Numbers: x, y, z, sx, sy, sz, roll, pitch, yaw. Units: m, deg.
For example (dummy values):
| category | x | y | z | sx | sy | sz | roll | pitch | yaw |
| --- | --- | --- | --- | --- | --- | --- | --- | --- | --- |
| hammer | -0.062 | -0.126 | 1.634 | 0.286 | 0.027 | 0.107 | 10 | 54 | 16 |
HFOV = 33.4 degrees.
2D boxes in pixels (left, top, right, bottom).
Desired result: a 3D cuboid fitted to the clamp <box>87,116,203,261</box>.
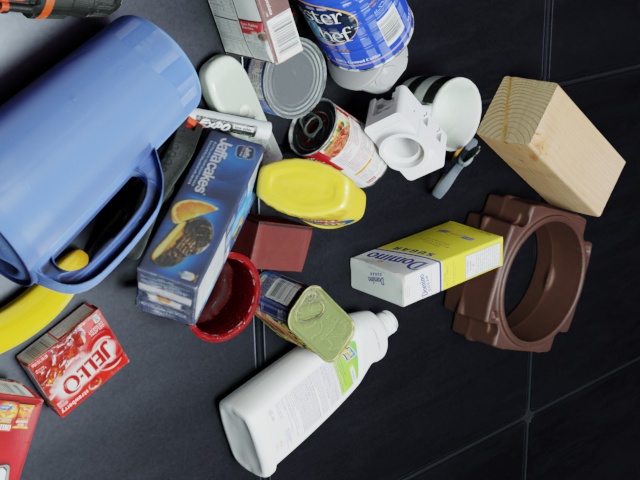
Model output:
| category | x | y | z | sx | sy | sz | roll | pitch | yaw |
| --- | --- | --- | --- | --- | --- | --- | --- | --- | --- |
| clamp | -0.159 | -0.046 | 1.003 | 0.039 | 0.120 | 0.171 | 32 | 81 | -26 |

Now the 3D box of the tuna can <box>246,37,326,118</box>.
| category | x | y | z | sx | sy | sz | roll | pitch | yaw |
| --- | --- | --- | --- | --- | --- | --- | --- | --- | --- |
| tuna can | -0.036 | -0.173 | 1.128 | 0.085 | 0.034 | 0.086 | -15 | 113 | -38 |

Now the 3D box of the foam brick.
| category | x | y | z | sx | sy | sz | roll | pitch | yaw |
| --- | --- | --- | --- | --- | --- | --- | --- | --- | --- |
| foam brick | -0.058 | 0.001 | 1.154 | 0.078 | 0.053 | 0.051 | 6 | 100 | -42 |

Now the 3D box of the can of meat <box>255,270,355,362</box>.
| category | x | y | z | sx | sy | sz | roll | pitch | yaw |
| --- | --- | --- | --- | --- | --- | --- | --- | --- | --- |
| can of meat | -0.024 | 0.082 | 1.189 | 0.057 | 0.084 | 0.102 | -55 | 132 | -13 |

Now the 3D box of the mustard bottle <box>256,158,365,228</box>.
| category | x | y | z | sx | sy | sz | roll | pitch | yaw |
| --- | --- | --- | --- | --- | --- | --- | --- | --- | --- |
| mustard bottle | -0.002 | -0.046 | 1.138 | 0.191 | 0.096 | 0.058 | 21 | 76 | -79 |

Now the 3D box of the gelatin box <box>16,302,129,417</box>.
| category | x | y | z | sx | sy | sz | roll | pitch | yaw |
| --- | --- | --- | --- | --- | --- | --- | --- | --- | --- |
| gelatin box | -0.240 | 0.116 | 1.042 | 0.089 | 0.030 | 0.073 | -40 | 127 | -25 |

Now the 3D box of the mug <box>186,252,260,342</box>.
| category | x | y | z | sx | sy | sz | roll | pitch | yaw |
| --- | --- | --- | --- | --- | --- | --- | --- | --- | --- |
| mug | -0.131 | 0.050 | 1.083 | 0.117 | 0.082 | 0.093 | -13 | 112 | -39 |

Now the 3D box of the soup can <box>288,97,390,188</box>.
| category | x | y | z | sx | sy | sz | roll | pitch | yaw |
| --- | --- | --- | --- | --- | --- | --- | --- | --- | --- |
| soup can | 0.022 | -0.106 | 1.180 | 0.102 | 0.069 | 0.068 | 27 | 85 | -44 |

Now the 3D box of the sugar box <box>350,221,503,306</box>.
| category | x | y | z | sx | sy | sz | roll | pitch | yaw |
| --- | --- | --- | --- | --- | --- | --- | --- | --- | --- |
| sugar box | 0.131 | 0.025 | 1.304 | 0.175 | 0.093 | 0.048 | -17 | 114 | -38 |

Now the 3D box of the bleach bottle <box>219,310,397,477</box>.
| category | x | y | z | sx | sy | sz | roll | pitch | yaw |
| --- | --- | --- | --- | --- | --- | --- | --- | --- | --- |
| bleach bottle | -0.001 | 0.164 | 1.253 | 0.250 | 0.068 | 0.102 | -33 | 124 | -32 |

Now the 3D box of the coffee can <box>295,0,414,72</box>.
| category | x | y | z | sx | sy | sz | roll | pitch | yaw |
| --- | --- | --- | --- | --- | --- | --- | --- | --- | --- |
| coffee can | 0.026 | -0.252 | 1.073 | 0.102 | 0.103 | 0.140 | -56 | 147 | -13 |

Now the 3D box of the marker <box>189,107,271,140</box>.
| category | x | y | z | sx | sy | sz | roll | pitch | yaw |
| --- | --- | --- | --- | --- | --- | --- | --- | --- | --- |
| marker | -0.108 | -0.120 | 1.063 | 0.121 | 0.020 | 0.020 | 10 | 98 | -20 |

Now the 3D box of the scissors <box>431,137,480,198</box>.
| category | x | y | z | sx | sy | sz | roll | pitch | yaw |
| --- | --- | --- | --- | --- | --- | --- | --- | --- | --- |
| scissors | 0.161 | -0.083 | 1.266 | 0.096 | 0.016 | 0.201 | -57 | 180 | 14 |

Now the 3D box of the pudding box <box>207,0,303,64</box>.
| category | x | y | z | sx | sy | sz | roll | pitch | yaw |
| --- | --- | --- | --- | --- | --- | --- | --- | --- | --- |
| pudding box | -0.071 | -0.232 | 1.038 | 0.039 | 0.090 | 0.113 | -34 | 125 | -27 |

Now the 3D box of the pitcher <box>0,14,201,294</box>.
| category | x | y | z | sx | sy | sz | roll | pitch | yaw |
| --- | --- | --- | --- | --- | --- | --- | --- | --- | --- |
| pitcher | -0.211 | -0.078 | 0.931 | 0.242 | 0.145 | 0.149 | -48 | 130 | -24 |

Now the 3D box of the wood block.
| category | x | y | z | sx | sy | sz | roll | pitch | yaw |
| --- | --- | --- | --- | --- | --- | --- | --- | --- | --- |
| wood block | 0.309 | -0.122 | 1.419 | 0.205 | 0.090 | 0.091 | 34 | 80 | -42 |

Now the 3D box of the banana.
| category | x | y | z | sx | sy | sz | roll | pitch | yaw |
| --- | --- | --- | --- | --- | --- | --- | --- | --- | --- |
| banana | -0.294 | 0.069 | 0.973 | 0.197 | 0.037 | 0.069 | -22 | 119 | -36 |
